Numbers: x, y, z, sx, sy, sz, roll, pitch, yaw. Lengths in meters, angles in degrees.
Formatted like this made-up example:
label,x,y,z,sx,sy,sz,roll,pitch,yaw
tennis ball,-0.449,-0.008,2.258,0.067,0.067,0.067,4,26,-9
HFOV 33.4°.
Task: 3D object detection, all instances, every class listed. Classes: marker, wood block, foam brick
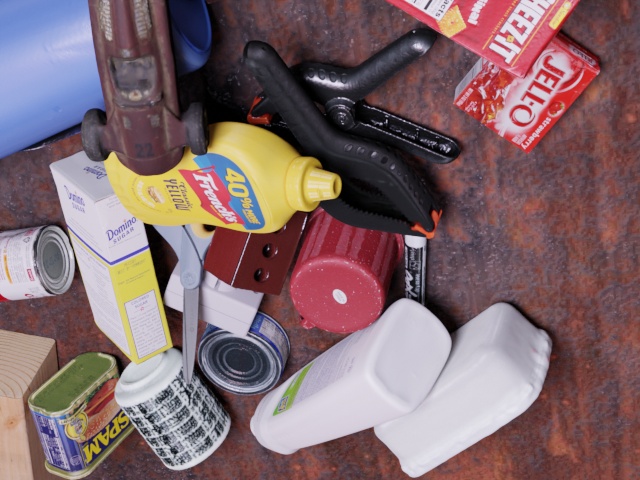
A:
label,x,y,z,sx,sy,sz,roll,pitch,yaw
marker,0.084,0.038,0.946,0.020,0.020,0.121,5,126,11
wood block,-0.328,0.203,1.121,0.090,0.090,0.206,10,126,8
foam brick,-0.056,0.001,0.906,0.052,0.051,0.078,13,100,-39

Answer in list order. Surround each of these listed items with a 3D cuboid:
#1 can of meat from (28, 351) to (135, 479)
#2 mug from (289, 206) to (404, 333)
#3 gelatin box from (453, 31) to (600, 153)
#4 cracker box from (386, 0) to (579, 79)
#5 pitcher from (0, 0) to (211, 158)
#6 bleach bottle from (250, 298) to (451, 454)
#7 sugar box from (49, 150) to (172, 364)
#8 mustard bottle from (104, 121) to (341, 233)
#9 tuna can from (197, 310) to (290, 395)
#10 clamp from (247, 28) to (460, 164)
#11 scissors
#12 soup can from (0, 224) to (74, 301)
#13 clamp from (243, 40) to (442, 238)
label,x,y,z,sx,sy,sz,roll,pitch,yaw
can of meat,-0.239,0.173,1.071,0.058,0.102,0.084,11,126,29
mug,0.014,0.032,0.920,0.093,0.081,0.117,34,125,-10
gelatin box,0.156,-0.121,0.809,0.073,0.030,0.089,32,126,-9
cracker box,0.064,-0.216,0.683,0.213,0.164,0.072,29,128,-6
pitcher,-0.207,-0.142,0.830,0.243,0.149,0.145,-18,110,16
bleach bottle,0.010,0.137,0.978,0.068,0.102,0.251,42,143,-11
sugar box,-0.185,0.015,0.956,0.093,0.048,0.176,34,139,44
mustard bottle,-0.072,-0.049,0.830,0.192,0.058,0.096,6,135,27
tuna can,-0.074,0.107,1.025,0.086,0.033,0.086,7,126,9
clamp,0.029,-0.101,0.851,0.172,0.039,0.120,-7,124,28
scissors,-0.129,0.019,0.939,0.096,0.016,0.202,20,101,9
soup can,-0.291,0.023,1.000,0.102,0.068,0.068,-7,122,18
clamp,-0.002,-0.058,0.857,0.210,0.036,0.165,32,145,-12
